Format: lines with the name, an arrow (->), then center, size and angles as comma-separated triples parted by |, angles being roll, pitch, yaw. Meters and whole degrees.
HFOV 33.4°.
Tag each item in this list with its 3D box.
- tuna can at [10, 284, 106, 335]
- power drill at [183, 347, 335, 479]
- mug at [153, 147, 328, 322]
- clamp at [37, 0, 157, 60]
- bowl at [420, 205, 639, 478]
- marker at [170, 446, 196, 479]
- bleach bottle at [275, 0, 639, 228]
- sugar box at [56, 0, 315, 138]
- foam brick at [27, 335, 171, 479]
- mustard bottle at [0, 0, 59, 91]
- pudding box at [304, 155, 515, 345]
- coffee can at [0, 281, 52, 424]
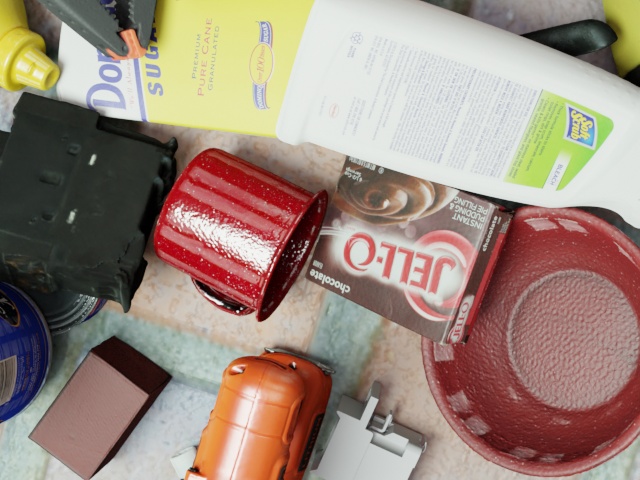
tuna can -> -0.184, 0.020, 0.726 | 0.086, 0.033, 0.086 | 1, 96, 8
power drill -> -0.043, 0.147, 0.641 | 0.057, 0.187, 0.184 | 19, 96, 4
mug -> -0.054, 0.001, 0.686 | 0.081, 0.093, 0.117 | 27, 135, 9
clamp -> -0.140, -0.213, 0.632 | 0.164, 0.036, 0.210 | -34, 113, -25
bowl -> 0.144, 0.061, 0.654 | 0.162, 0.055, 0.162 | -4, 83, 36
marker -> -0.069, 0.200, 0.735 | 0.020, 0.020, 0.121 | -26, 92, 10
bleach bottle -> 0.107, -0.062, 0.605 | 0.251, 0.068, 0.103 | 22, 122, 4
sugar box -> -0.080, -0.119, 0.692 | 0.176, 0.048, 0.093 | 7, 97, 6
foam brick -> -0.148, 0.112, 0.721 | 0.051, 0.053, 0.078 | 37, 99, 3
mustard bottle -> -0.252, -0.149, 0.696 | 0.192, 0.058, 0.096 | 30, 100, 11
pudding box -> 0.054, 0.003, 0.666 | 0.114, 0.039, 0.090 | 24, 99, 35
coffee can -> -0.229, 0.074, 0.641 | 0.103, 0.140, 0.103 | 0, 90, 0
